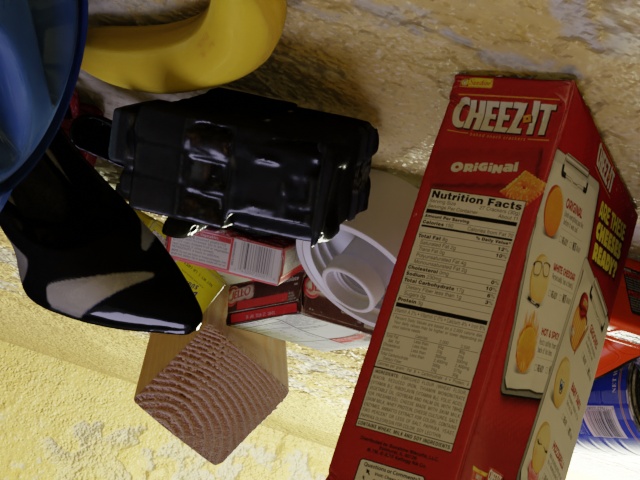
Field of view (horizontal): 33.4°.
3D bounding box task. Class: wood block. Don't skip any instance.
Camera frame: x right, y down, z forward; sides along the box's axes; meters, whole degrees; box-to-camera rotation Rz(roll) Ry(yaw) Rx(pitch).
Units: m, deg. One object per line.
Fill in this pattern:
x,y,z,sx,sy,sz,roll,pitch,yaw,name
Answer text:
-0.089,0.092,0.923,0.090,0.091,0.206,41,-170,-13,wood block

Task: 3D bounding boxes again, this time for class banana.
-0.069,-0.104,0.536,0.069,0.037,0.198,44,154,-20,banana

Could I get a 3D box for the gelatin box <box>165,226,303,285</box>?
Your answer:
-0.055,0.001,0.758,0.089,0.030,0.073,14,-165,17,gelatin box

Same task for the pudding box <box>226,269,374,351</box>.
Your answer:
-0.003,0.057,0.833,0.113,0.039,0.090,22,157,-40,pudding box

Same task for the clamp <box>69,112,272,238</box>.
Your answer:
-0.082,-0.040,0.703,0.120,0.039,0.171,44,-163,22,clamp

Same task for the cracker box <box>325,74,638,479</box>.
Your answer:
0.091,0.047,0.548,0.072,0.213,0.164,10,163,30,cracker box
